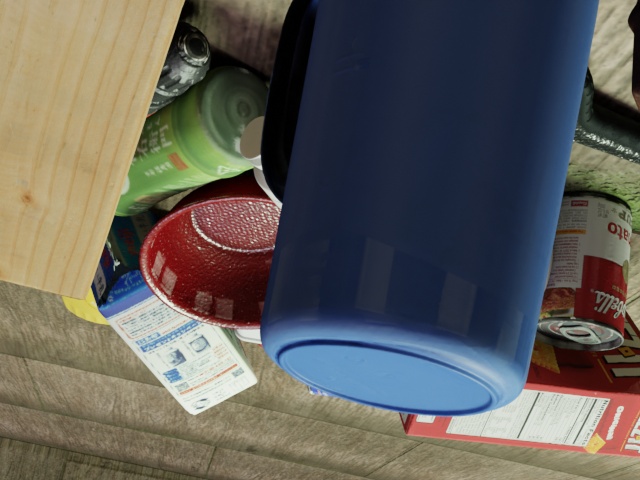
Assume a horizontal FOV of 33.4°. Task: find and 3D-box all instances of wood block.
[{"bbox_3d":[-0.132,-0.083,0.547,0.090,0.091,0.206,16,121,-13],"label":"wood block"}]

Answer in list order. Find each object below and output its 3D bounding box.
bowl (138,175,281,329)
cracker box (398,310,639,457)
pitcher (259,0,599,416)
[{"bbox_3d":[-0.055,0.001,0.815,0.162,0.055,0.162,-1,140,-1],"label":"bowl"},{"bbox_3d":[0.157,0.086,0.857,0.213,0.164,0.072,8,122,-16],"label":"cracker box"},{"bbox_3d":[0.042,-0.052,0.473,0.145,0.242,0.149,13,158,-1],"label":"pitcher"}]
